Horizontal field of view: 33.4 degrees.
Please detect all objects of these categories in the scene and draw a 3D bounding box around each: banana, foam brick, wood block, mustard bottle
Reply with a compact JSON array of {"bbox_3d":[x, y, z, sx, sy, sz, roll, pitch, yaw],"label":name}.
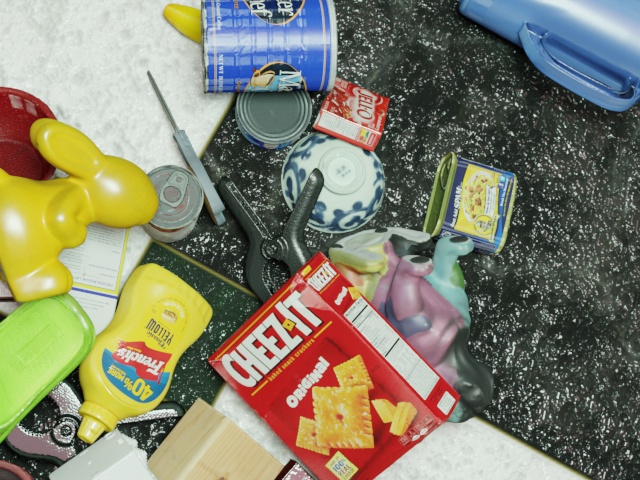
[{"bbox_3d":[-0.080,-0.245,1.229,0.197,0.037,0.069,-6,65,-11],"label":"banana"},{"bbox_3d":[-0.018,0.281,1.147,0.078,0.053,0.051,44,77,-1],"label":"foam brick"},{"bbox_3d":[-0.146,0.278,1.095,0.090,0.090,0.206,45,76,-24],"label":"wood block"},{"bbox_3d":[-0.196,0.125,1.115,0.096,0.058,0.191,42,62,-25],"label":"mustard bottle"}]

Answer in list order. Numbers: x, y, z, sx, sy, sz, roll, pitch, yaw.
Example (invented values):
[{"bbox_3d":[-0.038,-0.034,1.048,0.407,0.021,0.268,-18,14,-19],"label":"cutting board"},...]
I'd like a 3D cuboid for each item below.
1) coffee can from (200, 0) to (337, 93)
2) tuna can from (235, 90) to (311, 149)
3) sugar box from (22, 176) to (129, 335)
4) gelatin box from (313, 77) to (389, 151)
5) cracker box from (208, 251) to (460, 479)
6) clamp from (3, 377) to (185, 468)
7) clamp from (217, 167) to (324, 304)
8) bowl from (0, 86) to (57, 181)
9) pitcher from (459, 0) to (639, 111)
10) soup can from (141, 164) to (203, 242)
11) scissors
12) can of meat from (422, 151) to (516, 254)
[{"bbox_3d":[-0.058,-0.212,1.157,0.140,0.103,0.103,-2,82,-7],"label":"coffee can"},{"bbox_3d":[-0.054,-0.148,1.217,0.086,0.034,0.086,1,81,-9],"label":"tuna can"},{"bbox_3d":[-0.260,0.029,1.138,0.093,0.048,0.176,16,80,-30],"label":"sugar box"},{"bbox_3d":[0.037,-0.145,1.208,0.073,0.030,0.089,22,35,-4],"label":"gelatin box"},{"bbox_3d":[0.011,0.146,1.116,0.214,0.072,0.164,46,120,1],"label":"cracker box"},{"bbox_3d":[-0.268,0.211,1.125,0.210,0.036,0.164,25,78,-9],"label":"clamp"},{"bbox_3d":[-0.058,0.001,1.179,0.120,0.039,0.171,6,97,21],"label":"clamp"},{"bbox_3d":[-0.348,-0.082,1.134,0.162,0.055,0.162,-1,64,2],"label":"bowl"},{"bbox_3d":[0.286,-0.257,1.240,0.243,0.149,0.145,25,103,-1],"label":"pitcher"},{"bbox_3d":[-0.162,-0.038,1.147,0.068,0.102,0.068,1,81,-9],"label":"soup can"},{"bbox_3d":[-0.148,-0.096,1.194,0.016,0.096,0.202,-25,55,-8],"label":"scissors"},{"bbox_3d":[0.173,-0.041,1.226,0.084,0.057,0.102,16,80,-9],"label":"can of meat"}]
